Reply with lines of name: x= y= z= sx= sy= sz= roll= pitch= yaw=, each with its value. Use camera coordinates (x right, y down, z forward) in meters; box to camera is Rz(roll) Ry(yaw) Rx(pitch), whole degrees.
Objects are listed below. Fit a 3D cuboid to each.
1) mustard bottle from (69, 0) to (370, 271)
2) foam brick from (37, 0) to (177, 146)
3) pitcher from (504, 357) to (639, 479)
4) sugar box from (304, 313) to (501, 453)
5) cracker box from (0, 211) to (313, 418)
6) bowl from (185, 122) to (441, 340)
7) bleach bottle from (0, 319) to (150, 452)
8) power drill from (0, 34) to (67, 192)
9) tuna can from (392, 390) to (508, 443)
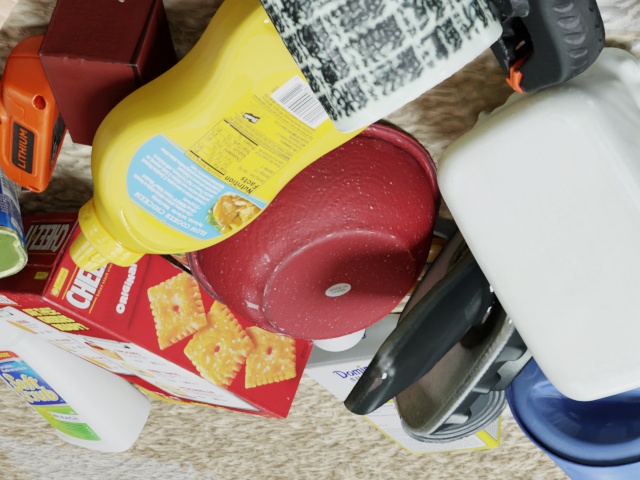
mustard bottle: x=-0.058 y=-0.047 z=0.541 sx=0.192 sy=0.058 sz=0.096 roll=-39 pitch=136 yaw=19
foam brick: x=-0.109 y=-0.090 z=0.566 sx=0.051 sy=0.053 sz=0.078 roll=7 pitch=149 yaw=6
pitcher: x=0.221 y=0.131 z=0.784 sx=0.145 sy=0.149 sz=0.242 roll=-18 pitch=145 yaw=16
sugar box: x=0.070 y=0.121 z=0.881 sx=0.093 sy=0.048 sz=0.176 roll=-12 pitch=140 yaw=32
cracker box: x=-0.137 y=0.054 z=0.777 sx=0.213 sy=0.072 sz=0.164 roll=34 pitch=158 yaw=-35
bowl: x=0.004 y=0.008 z=0.628 sx=0.162 sy=0.055 sz=0.162 roll=-11 pitch=137 yaw=-11
bleach bottle: x=-0.251 y=0.098 z=0.925 sx=0.103 sy=0.068 sz=0.250 roll=7 pitch=148 yaw=32
power drill: x=-0.233 y=-0.101 z=0.587 sx=0.187 sy=0.057 sz=0.185 roll=16 pitch=150 yaw=-6
tuna can: x=0.097 y=0.113 z=0.802 sx=0.086 sy=0.034 sz=0.086 roll=-9 pitch=133 yaw=-10
